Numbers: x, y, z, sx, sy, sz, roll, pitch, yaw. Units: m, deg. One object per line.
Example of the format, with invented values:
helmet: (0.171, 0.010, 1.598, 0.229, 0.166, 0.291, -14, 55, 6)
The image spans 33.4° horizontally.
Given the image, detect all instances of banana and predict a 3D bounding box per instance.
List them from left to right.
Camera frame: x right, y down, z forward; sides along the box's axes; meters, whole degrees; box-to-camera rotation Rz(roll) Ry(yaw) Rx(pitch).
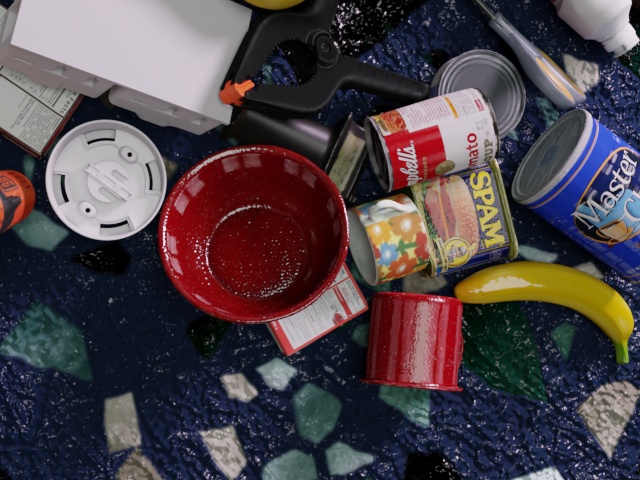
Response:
banana: (0.224, 0.056, 1.012, 0.197, 0.037, 0.069, 21, 85, -13)

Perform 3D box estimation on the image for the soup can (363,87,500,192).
soup can: (0.096, -0.088, 0.930, 0.102, 0.068, 0.068, -17, 95, -7)

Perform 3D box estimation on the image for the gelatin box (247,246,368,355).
gelatin box: (-0.012, 0.050, 0.959, 0.089, 0.030, 0.073, -30, 96, -11)

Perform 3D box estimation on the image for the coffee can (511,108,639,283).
coffee can: (0.263, -0.040, 0.986, 0.140, 0.103, 0.103, 34, 83, -12)

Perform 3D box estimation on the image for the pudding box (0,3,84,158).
pudding box: (-0.256, -0.136, 0.893, 0.113, 0.039, 0.090, 35, 80, -15)

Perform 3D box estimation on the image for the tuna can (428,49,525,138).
tuna can: (0.144, -0.132, 0.991, 0.086, 0.034, 0.086, 0, 91, -14)

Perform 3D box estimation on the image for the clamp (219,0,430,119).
clamp: (0.003, -0.156, 0.926, 0.209, 0.036, 0.164, -41, 102, -34)

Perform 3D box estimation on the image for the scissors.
scissors: (0.171, -0.187, 0.976, 0.201, 0.096, 0.016, 39, 115, -14)

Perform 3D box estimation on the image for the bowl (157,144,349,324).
bowl: (-0.056, 0.001, 0.918, 0.162, 0.055, 0.162, 0, 69, 1)

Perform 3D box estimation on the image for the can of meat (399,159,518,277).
can of meat: (0.124, -0.022, 0.978, 0.084, 0.057, 0.102, -15, 94, -10)

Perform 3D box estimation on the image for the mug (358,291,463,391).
mug: (0.092, 0.091, 0.962, 0.117, 0.093, 0.081, 10, 83, -44)
